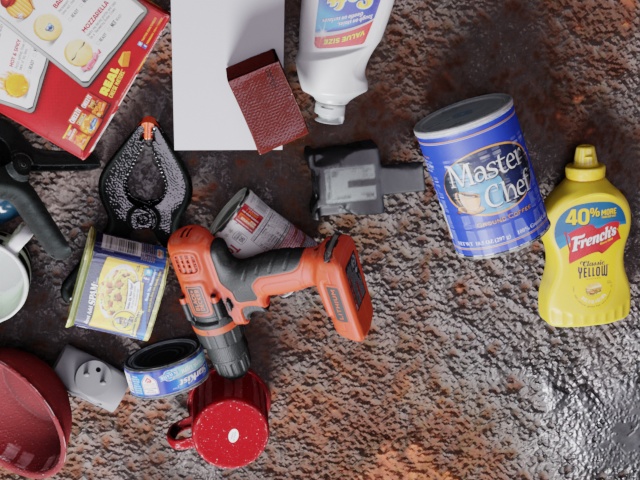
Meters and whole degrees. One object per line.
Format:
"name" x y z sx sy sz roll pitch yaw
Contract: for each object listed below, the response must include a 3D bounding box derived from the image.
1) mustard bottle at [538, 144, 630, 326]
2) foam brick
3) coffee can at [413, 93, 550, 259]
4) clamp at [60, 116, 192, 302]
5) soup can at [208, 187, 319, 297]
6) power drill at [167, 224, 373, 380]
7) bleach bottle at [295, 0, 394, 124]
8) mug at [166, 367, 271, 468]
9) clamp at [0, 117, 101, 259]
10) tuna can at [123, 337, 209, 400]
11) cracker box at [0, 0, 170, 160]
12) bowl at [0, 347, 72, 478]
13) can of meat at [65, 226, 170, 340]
"mustard bottle" 0.281 -0.007 1.136 0.096 0.058 0.192 -5 106 -6
"foam brick" -0.050 -0.131 1.002 0.053 0.051 0.078 -22 113 2
"coffee can" 0.165 -0.066 1.084 0.103 0.103 0.140 -21 107 0
"clamp" -0.191 -0.021 1.095 0.164 0.036 0.210 -3 110 -6
"soup can" -0.057 0.001 1.098 0.102 0.068 0.068 39 98 -14
"power drill" -0.047 0.064 1.060 0.188 0.057 0.184 -4 124 19
"bleach bottle" 0.033 -0.238 1.045 0.102 0.068 0.251 6 107 -7
"mug" -0.108 0.193 1.140 0.117 0.081 0.093 -16 107 -1
"clamp" -0.290 -0.057 1.016 0.171 0.120 0.039 24 144 -37
"tuna can" -0.161 0.133 1.116 0.086 0.086 0.034 -13 105 -2
"cracker box" -0.275 -0.203 1.018 0.213 0.072 0.164 30 99 -12
"bowl" -0.312 0.166 1.103 0.162 0.055 0.162 16 127 23
"can of meat" -0.202 0.046 1.070 0.083 0.057 0.102 14 112 -14
